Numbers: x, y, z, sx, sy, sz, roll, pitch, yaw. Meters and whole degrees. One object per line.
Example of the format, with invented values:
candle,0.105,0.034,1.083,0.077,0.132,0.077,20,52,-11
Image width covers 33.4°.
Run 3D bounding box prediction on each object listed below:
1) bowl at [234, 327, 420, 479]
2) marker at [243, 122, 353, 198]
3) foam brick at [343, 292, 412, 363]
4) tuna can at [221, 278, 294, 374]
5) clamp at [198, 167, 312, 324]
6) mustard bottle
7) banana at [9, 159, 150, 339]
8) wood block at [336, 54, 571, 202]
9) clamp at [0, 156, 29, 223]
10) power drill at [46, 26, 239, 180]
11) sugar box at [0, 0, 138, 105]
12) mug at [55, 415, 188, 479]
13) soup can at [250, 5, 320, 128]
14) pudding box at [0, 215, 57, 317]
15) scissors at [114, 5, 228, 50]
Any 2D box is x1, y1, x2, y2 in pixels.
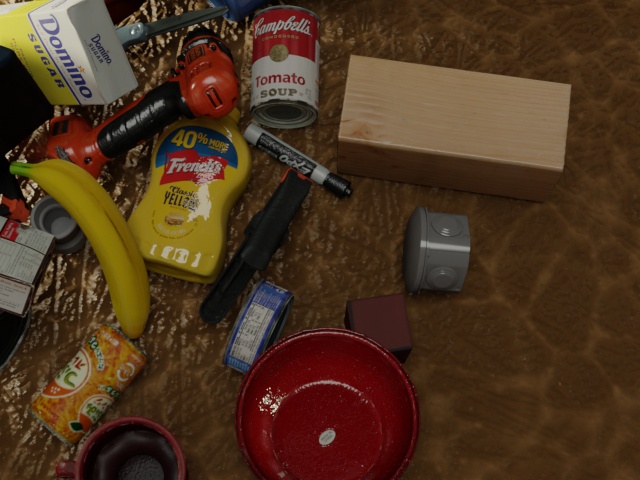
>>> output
bowl,0.005,0.156,0.895,0.162,0.055,0.162,0,94,2
marker,-0.021,-0.077,1.043,0.121,0.020,0.020,32,76,10
foam brick,0.051,0.084,0.964,0.051,0.078,0.053,-8,75,-3
tuna can,-0.055,0.079,0.961,0.034,0.086,0.086,24,74,5
clamp,-0.056,0.001,0.984,0.039,0.120,0.171,41,40,-8
mustard bottle,-0.117,-0.060,1.018,0.096,0.058,0.191,14,73,10
banana,-0.198,0.000,0.958,0.037,0.070,0.198,-46,111,-44
wood block,0.123,-0.105,1.015,0.206,0.090,0.091,8,73,3
clamp,-0.367,-0.055,1.011,0.210,0.036,0.164,30,78,24
power drill,-0.165,-0.131,1.009,0.188,0.184,0.057,-31,115,5
sugar box,-0.253,-0.173,0.989,0.177,0.093,0.048,7,36,45
mug,-0.170,0.204,0.925,0.117,0.081,0.093,1,73,0
soup can,-0.035,-0.169,1.046,0.068,0.068,0.102,1,74,0
pudding box,-0.296,0.013,0.932,0.113,0.039,0.090,19,29,-9
scissors,-0.188,-0.185,1.043,0.202,0.016,0.096,5,73,24
